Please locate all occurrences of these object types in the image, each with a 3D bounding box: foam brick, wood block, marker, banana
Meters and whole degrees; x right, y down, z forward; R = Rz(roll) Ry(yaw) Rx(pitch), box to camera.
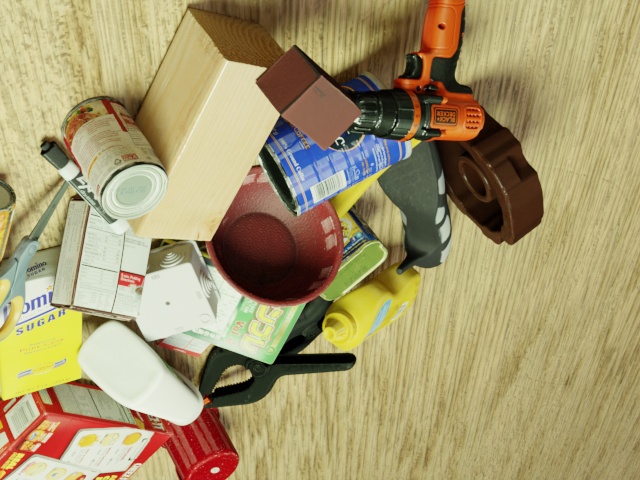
[{"bbox_3d":[-0.009,-0.129,0.969,0.053,0.051,0.078,-43,143,9],"label":"foam brick"},{"bbox_3d":[-0.117,-0.107,1.030,0.090,0.090,0.206,2,130,-41],"label":"wood block"},{"bbox_3d":[-0.228,-0.052,1.031,0.020,0.020,0.121,-37,124,2],"label":"marker"},{"bbox_3d":[0.055,-0.077,1.226,0.037,0.070,0.198,32,110,-31],"label":"banana"}]

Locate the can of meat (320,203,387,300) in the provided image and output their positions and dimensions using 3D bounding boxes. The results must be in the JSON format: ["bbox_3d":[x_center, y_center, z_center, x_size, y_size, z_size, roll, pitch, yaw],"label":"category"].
[{"bbox_3d":[0.019,0.010,1.281,0.102,0.084,0.057,-41,145,6],"label":"can of meat"}]

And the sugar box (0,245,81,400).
[{"bbox_3d":[-0.303,0.089,1.138,0.093,0.048,0.176,-15,141,-26],"label":"sugar box"}]

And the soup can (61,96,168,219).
[{"bbox_3d":[-0.191,-0.076,0.992,0.068,0.102,0.068,-23,143,-19],"label":"soup can"}]

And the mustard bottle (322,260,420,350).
[{"bbox_3d":[0.055,0.089,1.327,0.096,0.058,0.191,-55,166,28],"label":"mustard bottle"}]

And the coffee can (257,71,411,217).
[{"bbox_3d":[0.011,-0.102,1.130,0.140,0.103,0.103,-29,144,-10],"label":"coffee can"}]

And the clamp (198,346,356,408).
[{"bbox_3d":[-0.082,0.143,1.360,0.210,0.036,0.164,-29,113,16],"label":"clamp"}]

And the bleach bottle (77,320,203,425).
[{"bbox_3d":[-0.198,0.168,1.266,0.068,0.103,0.251,-48,163,-7],"label":"bleach bottle"}]

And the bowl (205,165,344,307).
[{"bbox_3d":[-0.058,0.001,1.179,0.161,0.162,0.055,-16,169,-26],"label":"bowl"}]

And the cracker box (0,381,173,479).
[{"bbox_3d":[-0.312,0.248,1.290,0.164,0.072,0.213,-45,145,16],"label":"cracker box"}]

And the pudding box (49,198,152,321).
[{"bbox_3d":[-0.220,0.020,1.085,0.089,0.039,0.113,18,77,-48],"label":"pudding box"}]

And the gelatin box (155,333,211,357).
[{"bbox_3d":[-0.150,0.095,1.286,0.089,0.030,0.073,-47,142,15],"label":"gelatin box"}]

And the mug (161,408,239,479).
[{"bbox_3d":[-0.167,0.291,1.450,0.093,0.082,0.117,2,130,-41],"label":"mug"}]

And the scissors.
[{"bbox_3d":[-0.284,0.021,1.041,0.201,0.016,0.096,-55,161,-23],"label":"scissors"}]

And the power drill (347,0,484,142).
[{"bbox_3d":[0.092,-0.191,1.056,0.184,0.057,0.188,-2,98,-40],"label":"power drill"}]

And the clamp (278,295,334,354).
[{"bbox_3d":[-0.015,0.102,1.396,0.171,0.039,0.120,-34,144,-7],"label":"clamp"}]
